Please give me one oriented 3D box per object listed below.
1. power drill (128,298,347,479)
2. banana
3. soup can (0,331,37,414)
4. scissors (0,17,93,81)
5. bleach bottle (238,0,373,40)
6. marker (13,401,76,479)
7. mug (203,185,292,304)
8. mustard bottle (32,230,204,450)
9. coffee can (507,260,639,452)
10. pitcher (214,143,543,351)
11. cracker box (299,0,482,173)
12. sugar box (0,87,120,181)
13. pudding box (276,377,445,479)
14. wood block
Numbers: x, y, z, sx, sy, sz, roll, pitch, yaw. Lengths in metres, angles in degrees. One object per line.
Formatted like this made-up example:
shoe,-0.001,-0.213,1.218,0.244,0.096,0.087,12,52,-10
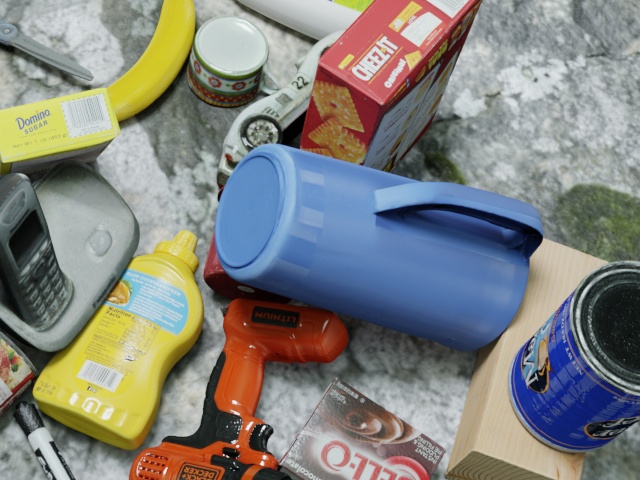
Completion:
power drill,-0.041,0.140,0.845,0.185,0.057,0.187,7,55,23
banana,-0.167,-0.173,1.022,0.069,0.037,0.197,33,62,6
soup can,-0.282,0.121,0.835,0.068,0.068,0.102,37,64,9
scissors,-0.299,-0.213,1.022,0.202,0.016,0.096,15,59,1
bleach bottle,-0.036,-0.260,1.078,0.251,0.068,0.102,19,60,2
marker,-0.210,0.179,0.846,0.020,0.020,0.121,-27,71,-22
mug,-0.056,0.001,0.914,0.093,0.117,0.081,6,66,15
mustard bottle,-0.152,0.071,0.889,0.096,0.058,0.191,21,62,9
coffee can,0.211,0.090,0.799,0.102,0.140,0.103,4,63,-8
pitcher,0.048,0.000,0.852,0.242,0.149,0.145,16,14,-34
cracker box,0.052,-0.125,0.939,0.072,0.214,0.164,35,62,9
sugar box,-0.226,-0.085,0.889,0.093,0.176,0.048,-15,95,-18
pudding box,0.033,0.182,0.879,0.113,0.039,0.090,32,64,7
wood block,0.185,0.112,0.915,0.091,0.090,0.206,20,62,0
